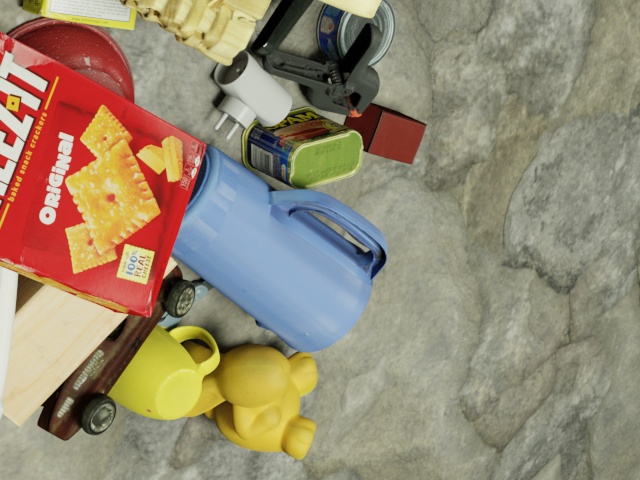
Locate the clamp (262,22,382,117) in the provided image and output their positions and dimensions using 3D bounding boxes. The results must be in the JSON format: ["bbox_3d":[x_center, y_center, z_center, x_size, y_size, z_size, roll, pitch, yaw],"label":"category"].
[{"bbox_3d":[0.007,-0.169,1.105,0.171,0.120,0.039,73,14,-70],"label":"clamp"}]

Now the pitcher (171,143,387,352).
[{"bbox_3d":[-0.057,0.001,1.090,0.242,0.145,0.149,38,81,-38],"label":"pitcher"}]

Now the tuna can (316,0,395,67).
[{"bbox_3d":[0.039,-0.226,1.139,0.085,0.034,0.086,-20,124,-33],"label":"tuna can"}]

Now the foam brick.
[{"bbox_3d":[0.072,-0.123,1.208,0.078,0.053,0.051,10,104,-44],"label":"foam brick"}]

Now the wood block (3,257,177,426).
[{"bbox_3d":[-0.248,0.055,0.990,0.206,0.091,0.090,-47,131,-12],"label":"wood block"}]

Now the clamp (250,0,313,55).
[{"bbox_3d":[-0.004,-0.271,1.060,0.209,0.036,0.164,-13,104,-40],"label":"clamp"}]

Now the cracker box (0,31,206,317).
[{"bbox_3d":[-0.211,-0.049,0.869,0.213,0.072,0.164,28,74,-38],"label":"cracker box"}]

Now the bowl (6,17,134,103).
[{"bbox_3d":[-0.224,-0.114,0.950,0.161,0.055,0.162,-19,123,-33],"label":"bowl"}]

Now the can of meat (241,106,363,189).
[{"bbox_3d":[-0.018,-0.096,1.121,0.101,0.084,0.057,-19,122,-34],"label":"can of meat"}]
